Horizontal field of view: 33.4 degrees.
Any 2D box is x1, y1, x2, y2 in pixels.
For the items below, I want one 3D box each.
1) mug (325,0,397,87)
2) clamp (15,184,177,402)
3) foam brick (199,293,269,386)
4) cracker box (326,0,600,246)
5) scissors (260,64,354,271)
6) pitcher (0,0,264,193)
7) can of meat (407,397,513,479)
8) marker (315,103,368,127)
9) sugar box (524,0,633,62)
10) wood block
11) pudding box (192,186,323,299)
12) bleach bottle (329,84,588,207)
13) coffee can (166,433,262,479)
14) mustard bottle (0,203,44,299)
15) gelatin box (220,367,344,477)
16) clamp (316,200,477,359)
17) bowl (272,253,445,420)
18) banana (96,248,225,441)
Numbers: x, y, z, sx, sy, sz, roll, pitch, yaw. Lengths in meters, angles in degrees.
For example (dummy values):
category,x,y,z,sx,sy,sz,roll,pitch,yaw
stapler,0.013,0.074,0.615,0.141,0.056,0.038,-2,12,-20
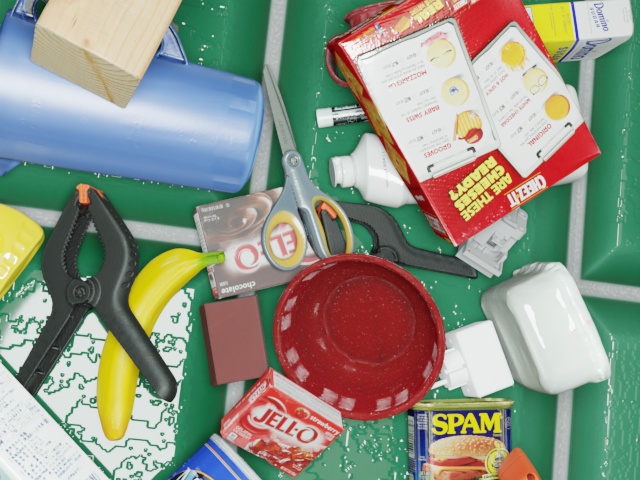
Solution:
category,x,y,z,sx,sy,sz,roll,pitch,yaw
mug,0.062,-0.182,1.045,0.117,0.093,0.081,-7,89,14
clamp,-0.216,0.056,0.962,0.165,0.036,0.210,-13,75,14
foam brick,-0.080,0.093,0.993,0.051,0.053,0.078,-8,85,-13
cracker box,0.130,-0.129,0.976,0.164,0.072,0.213,-32,103,-4
scissors,-0.039,-0.059,1.001,0.096,0.016,0.202,-30,89,-17
pitcher,-0.176,-0.127,0.962,0.242,0.149,0.145,11,63,-13
can of meat,0.133,0.195,1.021,0.102,0.057,0.084,0,85,-11
marker,0.056,-0.128,1.053,0.121,0.020,0.020,-8,84,1
sugar box,0.213,-0.204,1.069,0.176,0.093,0.048,-4,85,-11
wood block,-0.150,-0.227,0.879,0.090,0.091,0.206,27,74,-13
pudding box,-0.057,0.001,1.017,0.113,0.039,0.090,-14,85,-13
bleach bottle,0.132,-0.090,1.055,0.250,0.068,0.102,-7,83,-10
coffee can,-0.110,0.255,0.940,0.140,0.103,0.103,-42,92,-13
mustard bottle,-0.351,-0.025,0.952,0.191,0.058,0.096,36,79,-5
gelatin box,-0.035,0.168,0.976,0.089,0.030,0.073,35,111,-22
clamp,0.057,0.031,1.037,0.171,0.039,0.120,34,74,-5
bowl,0.040,0.083,0.996,0.162,0.055,0.162,4,105,14
banana,-0.162,0.083,0.975,0.037,0.070,0.198,32,85,-50
